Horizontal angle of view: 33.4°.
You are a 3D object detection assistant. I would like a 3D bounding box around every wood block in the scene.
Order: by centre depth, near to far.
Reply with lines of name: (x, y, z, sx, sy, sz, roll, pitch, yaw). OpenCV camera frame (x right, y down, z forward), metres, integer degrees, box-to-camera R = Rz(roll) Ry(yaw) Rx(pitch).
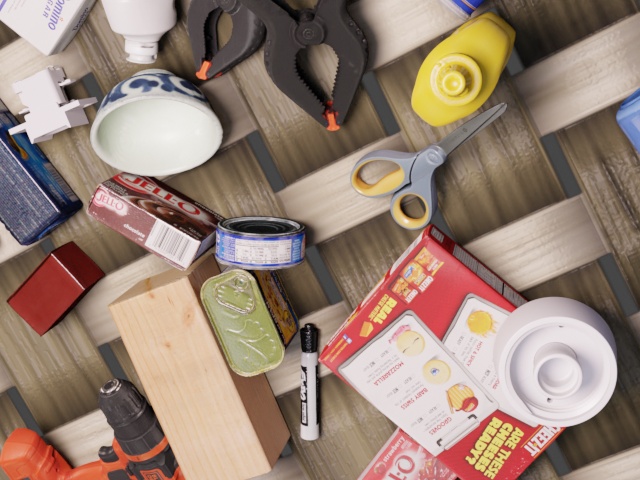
wood block: (-0.117, 0.132, 1.056, 0.090, 0.090, 0.206, -20, 99, 16)

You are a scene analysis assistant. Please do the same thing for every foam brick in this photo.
foam brick: (-0.269, 0.048, 1.088, 0.051, 0.053, 0.078, 45, 109, -1)

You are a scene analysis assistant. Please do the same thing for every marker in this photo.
marker: (-0.011, 0.141, 1.072, 0.020, 0.020, 0.121, 3, 104, 12)

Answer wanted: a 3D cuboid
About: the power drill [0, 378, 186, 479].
power drill: (-0.229, 0.220, 1.089, 0.188, 0.057, 0.184, -11, 124, 23)

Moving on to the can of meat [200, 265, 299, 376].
can of meat: (-0.065, 0.068, 1.031, 0.057, 0.084, 0.102, -21, 99, 15)

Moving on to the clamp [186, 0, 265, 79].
clamp: (-0.069, -0.224, 0.975, 0.120, 0.039, 0.171, 24, 116, 26)

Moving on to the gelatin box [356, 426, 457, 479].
gelatin box: (0.085, 0.239, 1.070, 0.073, 0.030, 0.089, 36, 108, 2)

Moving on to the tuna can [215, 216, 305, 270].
tuna can: (-0.057, 0.001, 1.012, 0.086, 0.086, 0.034, 5, 103, 11)

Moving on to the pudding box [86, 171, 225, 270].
pudding box: (-0.156, -0.023, 1.025, 0.113, 0.090, 0.039, 32, 110, 2)

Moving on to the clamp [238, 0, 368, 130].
clamp: (-0.021, -0.192, 0.943, 0.164, 0.036, 0.210, -5, 125, 5)

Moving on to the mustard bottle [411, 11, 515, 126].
mustard bottle: (0.117, -0.140, 0.882, 0.058, 0.191, 0.096, 42, 108, -1)

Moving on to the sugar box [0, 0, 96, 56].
sugar box: (-0.298, -0.267, 1.019, 0.176, 0.048, 0.093, 38, 108, -3)

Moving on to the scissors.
scissors: (0.108, -0.060, 0.948, 0.202, 0.016, 0.096, -14, 120, 47)

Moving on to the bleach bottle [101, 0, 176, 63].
bleach bottle: (-0.151, -0.287, 0.963, 0.068, 0.102, 0.251, 23, 117, 36)

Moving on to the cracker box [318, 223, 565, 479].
cracker box: (0.132, 0.113, 1.006, 0.213, 0.072, 0.164, 39, 108, 0)
